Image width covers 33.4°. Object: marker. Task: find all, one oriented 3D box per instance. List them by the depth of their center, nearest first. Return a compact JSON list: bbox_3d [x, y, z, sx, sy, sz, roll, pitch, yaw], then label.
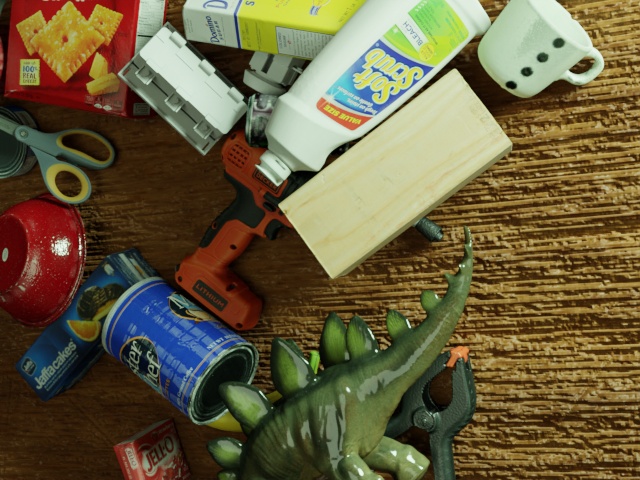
[{"bbox_3d":[0.076,-0.039,1.088,0.121,0.020,0.020,40,112,13],"label":"marker"}]

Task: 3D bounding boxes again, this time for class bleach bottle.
[{"bbox_3d":[0.040,-0.146,0.992,0.251,0.102,0.068,-47,37,-2],"label":"bleach bottle"}]

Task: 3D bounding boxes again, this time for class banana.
[{"bbox_3d":[-0.076,0.178,1.185,0.198,0.037,0.069,-18,73,24],"label":"banana"}]

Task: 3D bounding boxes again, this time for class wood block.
[{"bbox_3d":[0.073,-0.062,1.019,0.206,0.090,0.090,-37,86,9],"label":"wood block"}]

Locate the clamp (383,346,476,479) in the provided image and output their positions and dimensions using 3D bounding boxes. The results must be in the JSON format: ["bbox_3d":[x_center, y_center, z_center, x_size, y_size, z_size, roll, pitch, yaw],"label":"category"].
[{"bbox_3d":[0.102,0.183,1.105,0.120,0.039,0.171,17,102,15],"label":"clamp"}]

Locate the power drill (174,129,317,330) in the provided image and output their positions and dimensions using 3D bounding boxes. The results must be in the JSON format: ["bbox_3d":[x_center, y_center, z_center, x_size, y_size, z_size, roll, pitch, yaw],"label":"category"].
[{"bbox_3d":[-0.057,0.001,1.135,0.184,0.057,0.188,37,109,14],"label":"power drill"}]

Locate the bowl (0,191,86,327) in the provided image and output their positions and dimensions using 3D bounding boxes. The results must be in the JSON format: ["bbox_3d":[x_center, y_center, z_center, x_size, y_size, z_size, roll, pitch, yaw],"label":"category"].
[{"bbox_3d":[-0.342,0.019,1.229,0.162,0.055,0.162,-8,77,37],"label":"bowl"}]

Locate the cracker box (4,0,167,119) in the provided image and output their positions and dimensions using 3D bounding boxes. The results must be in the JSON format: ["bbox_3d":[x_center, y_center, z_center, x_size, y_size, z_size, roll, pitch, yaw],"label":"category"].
[{"bbox_3d":[-0.255,-0.250,1.168,0.164,0.072,0.214,12,103,21],"label":"cracker box"}]

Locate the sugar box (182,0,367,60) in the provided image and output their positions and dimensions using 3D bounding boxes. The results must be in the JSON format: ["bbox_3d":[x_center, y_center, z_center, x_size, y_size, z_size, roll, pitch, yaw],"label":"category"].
[{"bbox_3d":[-0.040,-0.227,1.064,0.176,0.093,0.048,14,134,19],"label":"sugar box"}]

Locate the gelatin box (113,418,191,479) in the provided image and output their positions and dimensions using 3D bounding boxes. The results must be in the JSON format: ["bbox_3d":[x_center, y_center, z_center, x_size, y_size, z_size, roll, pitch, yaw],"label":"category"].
[{"bbox_3d":[-0.189,0.252,1.214,0.030,0.089,0.073,-18,91,25],"label":"gelatin box"}]

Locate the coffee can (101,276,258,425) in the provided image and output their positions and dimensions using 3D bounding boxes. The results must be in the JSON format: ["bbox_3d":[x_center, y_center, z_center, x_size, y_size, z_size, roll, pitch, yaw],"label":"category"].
[{"bbox_3d":[-0.152,0.118,1.154,0.140,0.102,0.103,33,110,28],"label":"coffee can"}]

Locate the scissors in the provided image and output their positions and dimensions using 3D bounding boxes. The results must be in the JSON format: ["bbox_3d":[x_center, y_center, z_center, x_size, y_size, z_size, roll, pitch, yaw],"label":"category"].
[{"bbox_3d":[-0.335,-0.101,1.218,0.202,0.016,0.096,11,89,1],"label":"scissors"}]

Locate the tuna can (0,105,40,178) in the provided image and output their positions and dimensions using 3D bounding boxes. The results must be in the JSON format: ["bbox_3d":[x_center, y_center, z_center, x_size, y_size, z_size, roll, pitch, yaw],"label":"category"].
[{"bbox_3d":[-0.372,-0.117,1.261,0.086,0.033,0.086,4,101,23],"label":"tuna can"}]
